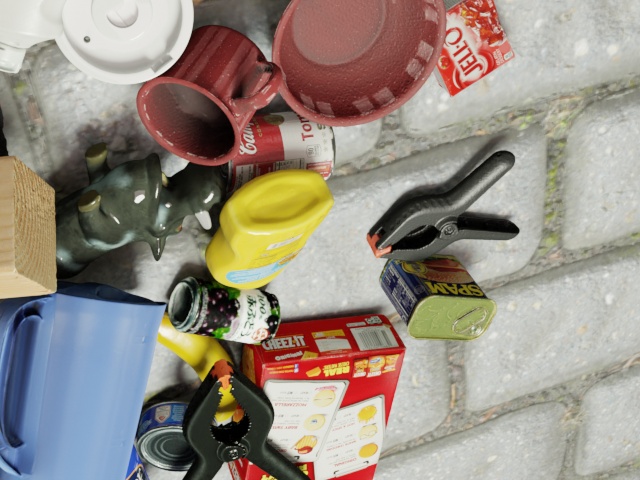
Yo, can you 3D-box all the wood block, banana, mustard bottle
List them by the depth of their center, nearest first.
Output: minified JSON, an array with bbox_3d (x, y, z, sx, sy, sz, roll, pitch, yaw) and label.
[{"bbox_3d":[-0.317,0.000,0.816,0.206,0.090,0.091,-5,166,4],"label":"wood block"},{"bbox_3d":[-0.057,0.001,0.985,0.096,0.058,0.192,-21,165,-22],"label":"mustard bottle"},{"bbox_3d":[-0.126,0.134,1.110,0.069,0.037,0.198,-24,132,-7],"label":"banana"}]

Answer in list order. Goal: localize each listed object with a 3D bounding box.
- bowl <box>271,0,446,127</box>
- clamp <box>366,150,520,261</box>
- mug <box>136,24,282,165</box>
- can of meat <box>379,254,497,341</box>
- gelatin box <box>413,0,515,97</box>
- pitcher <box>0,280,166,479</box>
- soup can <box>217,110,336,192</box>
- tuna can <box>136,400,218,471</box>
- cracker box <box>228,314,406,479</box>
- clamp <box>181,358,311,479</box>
[{"bbox_3d":[0.026,-0.181,0.926,0.162,0.055,0.162,-13,129,-16],"label":"bowl"},{"bbox_3d":[0.132,-0.030,1.104,0.171,0.039,0.120,-16,129,-14],"label":"clamp"},{"bbox_3d":[-0.082,-0.123,0.872,0.117,0.081,0.093,-4,134,36],"label":"mug"},{"bbox_3d":[0.123,0.059,1.138,0.101,0.084,0.057,5,122,-28],"label":"can of meat"},{"bbox_3d":[0.132,-0.187,0.989,0.073,0.030,0.089,-32,132,1],"label":"gelatin box"},{"bbox_3d":[-0.229,0.156,0.944,0.149,0.145,0.243,10,90,-15],"label":"pitcher"},{"bbox_3d":[-0.045,-0.081,0.962,0.102,0.068,0.068,-8,128,-20],"label":"soup can"},{"bbox_3d":[-0.153,0.210,1.139,0.086,0.033,0.086,0,134,0],"label":"tuna can"},{"bbox_3d":[-0.009,0.186,1.183,0.164,0.072,0.214,-5,128,-20],"label":"cracker box"},{"bbox_3d":[-0.101,0.214,1.100,0.164,0.036,0.210,-17,126,-8],"label":"clamp"}]
